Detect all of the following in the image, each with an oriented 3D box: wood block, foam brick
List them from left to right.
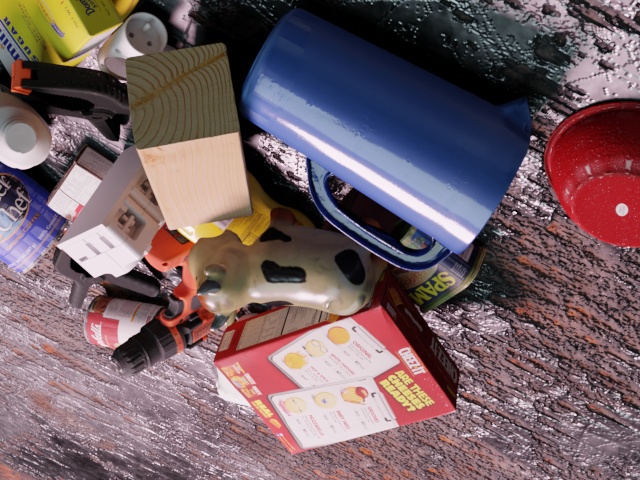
[{"bbox_3d":[-0.119,-0.091,1.002,0.091,0.090,0.206,-9,162,-3],"label":"wood block"},{"bbox_3d":[0.040,-0.017,1.106,0.051,0.053,0.078,32,143,-9],"label":"foam brick"}]

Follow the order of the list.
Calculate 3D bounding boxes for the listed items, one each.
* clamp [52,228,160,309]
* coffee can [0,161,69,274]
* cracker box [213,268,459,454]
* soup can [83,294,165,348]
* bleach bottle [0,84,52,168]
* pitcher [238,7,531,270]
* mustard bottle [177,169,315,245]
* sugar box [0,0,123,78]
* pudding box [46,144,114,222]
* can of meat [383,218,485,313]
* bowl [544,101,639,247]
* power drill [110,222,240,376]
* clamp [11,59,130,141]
[{"bbox_3d":[-0.286,0.039,1.315,0.120,0.039,0.171,-20,146,12],"label":"clamp"},{"bbox_3d":[-0.384,-0.041,1.278,0.140,0.102,0.103,41,141,-20],"label":"coffee can"},{"bbox_3d":[0.019,0.135,1.155,0.214,0.072,0.164,-21,121,27],"label":"cracker box"},{"bbox_3d":[-0.253,0.113,1.421,0.102,0.068,0.068,9,140,20],"label":"soup can"},{"bbox_3d":[-0.310,-0.109,1.079,0.102,0.068,0.251,44,173,-23],"label":"bleach bottle"},{"bbox_3d":[0.050,-0.092,0.942,0.243,0.149,0.145,29,158,0],"label":"pitcher"},{"bbox_3d":[-0.058,0.001,1.158,0.191,0.096,0.058,38,-177,-18],"label":"mustard bottle"},{"bbox_3d":[-0.260,-0.206,1.011,0.177,0.048,0.093,-23,99,52],"label":"sugar box"},{"bbox_3d":[-0.250,-0.046,1.240,0.113,0.039,0.090,33,131,-14],"label":"pudding box"},{"bbox_3d":[0.106,0.019,1.110,0.084,0.057,0.102,36,142,-11],"label":"can of meat"},{"bbox_3d":[0.272,-0.044,0.939,0.162,0.055,0.162,16,142,13],"label":"bowl"},{"bbox_3d":[-0.168,0.059,1.229,0.057,0.184,0.188,38,144,26],"label":"power drill"},{"bbox_3d":[-0.221,-0.135,1.050,0.165,0.036,0.209,-10,167,42],"label":"clamp"}]
